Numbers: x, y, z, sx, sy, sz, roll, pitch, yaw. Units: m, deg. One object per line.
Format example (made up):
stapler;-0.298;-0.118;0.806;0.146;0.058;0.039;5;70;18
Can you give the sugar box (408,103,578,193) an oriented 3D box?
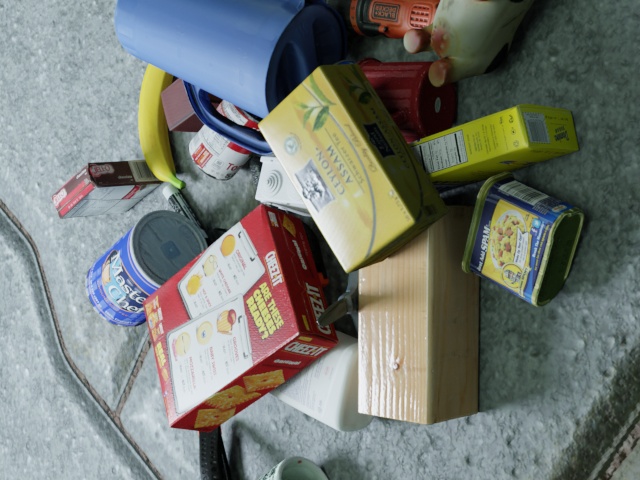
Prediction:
sugar box;0.142;-0.081;1.008;0.177;0.093;0.048;-20;78;41

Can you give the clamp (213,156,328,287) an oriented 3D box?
clamp;-0.058;0.002;1.226;0.171;0.039;0.120;56;131;25

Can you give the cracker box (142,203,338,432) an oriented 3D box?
cracker box;-0.092;0.089;1.165;0.214;0.072;0.164;-37;54;30

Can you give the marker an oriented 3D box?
marker;-0.162;-0.022;1.332;0.020;0.020;0.121;-52;59;30

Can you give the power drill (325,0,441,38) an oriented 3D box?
power drill;0.072;-0.301;1.091;0.185;0.057;0.188;18;106;37

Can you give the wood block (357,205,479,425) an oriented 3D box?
wood block;0.097;0.068;1.054;0.091;0.090;0.206;2;92;41

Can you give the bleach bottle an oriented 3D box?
bleach bottle;-0.040;0.123;1.198;0.251;0.067;0.102;22;102;42

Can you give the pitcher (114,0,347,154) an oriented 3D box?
pitcher;-0.104;-0.206;1.144;0.243;0.145;0.149;25;74;31

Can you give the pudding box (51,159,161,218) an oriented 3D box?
pudding box;-0.273;-0.066;1.368;0.090;0.113;0.039;-32;73;38

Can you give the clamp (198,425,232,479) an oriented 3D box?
clamp;-0.115;0.319;1.255;0.036;0.164;0.210;-12;58;0

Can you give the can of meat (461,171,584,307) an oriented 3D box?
can of meat;0.187;0.000;0.984;0.084;0.057;0.102;30;124;35

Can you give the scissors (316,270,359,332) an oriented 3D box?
scissors;0.032;0.078;1.062;0.016;0.201;0.096;-6;111;18

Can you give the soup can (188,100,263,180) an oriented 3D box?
soup can;-0.100;-0.126;1.241;0.102;0.068;0.068;-46;62;33

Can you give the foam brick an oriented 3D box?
foam brick;-0.147;-0.171;1.293;0.078;0.052;0.051;-29;72;38

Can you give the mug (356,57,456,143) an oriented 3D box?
mug;0.075;-0.133;1.055;0.082;0.117;0.093;5;113;37

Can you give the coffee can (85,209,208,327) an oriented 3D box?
coffee can;-0.214;0.037;1.309;0.141;0.102;0.103;-34;68;48

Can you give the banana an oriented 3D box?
banana;-0.201;-0.160;1.356;0.070;0.037;0.198;-4;89;25
